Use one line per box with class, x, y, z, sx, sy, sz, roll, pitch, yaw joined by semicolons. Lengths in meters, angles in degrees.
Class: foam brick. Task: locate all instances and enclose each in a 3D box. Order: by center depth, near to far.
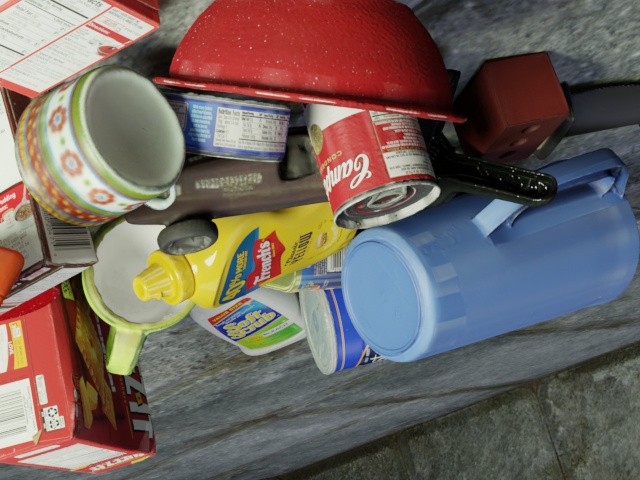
foam brick;0.135;-0.093;0.771;0.053;0.051;0.078;-12;163;-16

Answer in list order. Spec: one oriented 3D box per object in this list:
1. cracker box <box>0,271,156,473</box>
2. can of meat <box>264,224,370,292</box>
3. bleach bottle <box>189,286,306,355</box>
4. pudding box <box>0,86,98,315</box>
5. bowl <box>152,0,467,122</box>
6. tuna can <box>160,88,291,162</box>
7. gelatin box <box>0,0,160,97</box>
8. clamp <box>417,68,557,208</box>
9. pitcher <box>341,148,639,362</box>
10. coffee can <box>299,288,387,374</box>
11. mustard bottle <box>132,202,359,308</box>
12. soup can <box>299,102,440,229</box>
cracker box;-0.208;0.100;0.880;0.072;0.164;0.213;-15;164;4
can of meat;-0.011;0.014;0.933;0.083;0.057;0.102;-2;-175;-32
bleach bottle;-0.087;0.056;1.039;0.103;0.068;0.250;-22;161;15
pudding box;-0.178;-0.023;0.590;0.090;0.113;0.039;-26;164;32
bowl;-0.002;-0.097;0.547;0.162;0.055;0.162;7;-173;-1
tuna can;-0.061;-0.068;0.623;0.086;0.034;0.086;8;-173;-1
gelatin box;-0.132;-0.107;0.506;0.089;0.030;0.073;-23;161;24
clamp;0.076;-0.066;0.765;0.172;0.120;0.039;-4;-142;51
pitcher;0.143;0.010;0.876;0.242;0.149;0.145;-16;-166;-36
coffee can;0.060;0.065;1.038;0.140;0.103;0.103;-11;163;-13
mustard bottle;-0.055;0.001;0.789;0.191;0.058;0.096;-24;151;-36
soup can;0.027;-0.067;0.662;0.068;0.102;0.068;-15;164;-5
